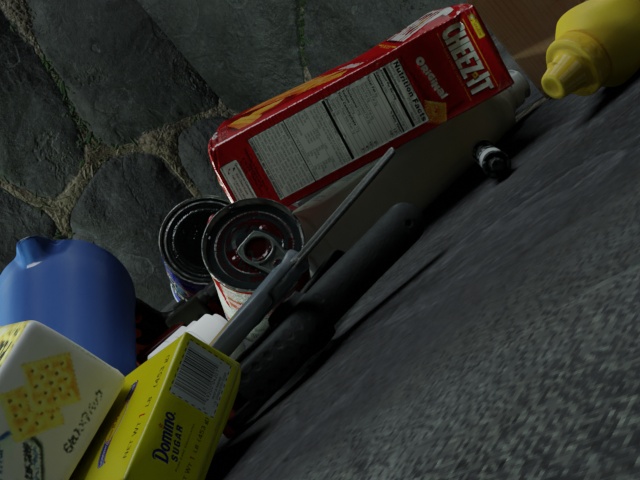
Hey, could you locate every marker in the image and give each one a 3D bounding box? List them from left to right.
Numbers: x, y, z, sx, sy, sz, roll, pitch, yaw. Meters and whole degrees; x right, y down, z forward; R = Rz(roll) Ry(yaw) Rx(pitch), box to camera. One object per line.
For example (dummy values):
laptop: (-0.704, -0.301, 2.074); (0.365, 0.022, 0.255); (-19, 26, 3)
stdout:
marker: (0.119, -0.058, 0.747); (0.020, 0.020, 0.121); (-40, 5, 9)

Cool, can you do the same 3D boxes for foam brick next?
foam brick: (-0.133, 0.111, 0.981); (0.053, 0.051, 0.078); (-41, 5, -14)

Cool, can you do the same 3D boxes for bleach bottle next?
bleach bottle: (0.074, -0.056, 0.843); (0.250, 0.068, 0.103); (-39, 8, -17)

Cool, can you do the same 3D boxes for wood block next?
wood block: (0.165, -0.231, 0.855); (0.090, 0.206, 0.091); (-44, 6, -36)

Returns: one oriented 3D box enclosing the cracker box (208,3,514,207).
cracker box: (0.023, -0.101, 0.810); (0.214, 0.072, 0.164); (-28, 11, 4)

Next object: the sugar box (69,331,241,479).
sugar box: (-0.116, 0.125, 0.598); (0.177, 0.048, 0.093); (-33, 28, 44)

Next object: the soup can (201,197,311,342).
soup can: (-0.040, 0.024, 0.735); (0.068, 0.068, 0.102); (-41, -22, -15)

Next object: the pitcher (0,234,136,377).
pitcher: (-0.215, 0.113, 0.925); (0.145, 0.149, 0.243); (-63, 22, 16)

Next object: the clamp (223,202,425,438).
clamp: (-0.004, 0.044, 0.638); (0.171, 0.039, 0.120); (-50, 0, -35)

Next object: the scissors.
scissors: (-0.020, 0.018, 0.630); (0.202, 0.016, 0.096); (-49, 2, 12)

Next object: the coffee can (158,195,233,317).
coffee can: (-0.123, 0.022, 1.197); (0.102, 0.103, 0.140); (-41, -13, -15)
